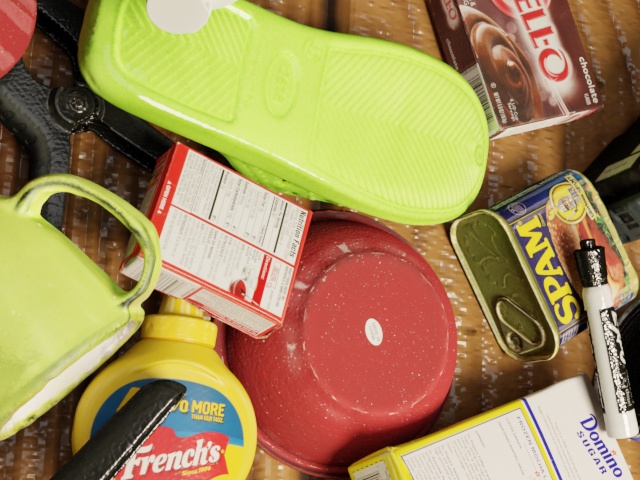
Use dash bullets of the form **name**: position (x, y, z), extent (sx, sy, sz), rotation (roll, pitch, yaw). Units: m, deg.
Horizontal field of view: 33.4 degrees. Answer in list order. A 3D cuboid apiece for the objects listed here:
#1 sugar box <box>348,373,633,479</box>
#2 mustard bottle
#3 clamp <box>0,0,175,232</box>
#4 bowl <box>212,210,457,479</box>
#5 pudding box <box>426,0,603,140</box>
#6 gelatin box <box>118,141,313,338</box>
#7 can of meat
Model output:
- **sugar box**: position (0.106, 0.144, 0.618), extent (0.175, 0.048, 0.093), rotation (-10, 74, -41)
- **mustard bottle**: position (-0.083, 0.116, 0.558), extent (0.096, 0.058, 0.191), rotation (9, 76, -14)
- **clamp**: position (-0.140, -0.060, 0.578), extent (0.120, 0.039, 0.171), rotation (-37, 93, -31)
- **bowl**: position (0.022, 0.056, 0.618), extent (0.161, 0.055, 0.162), rotation (5, 78, -23)
- **pudding box**: position (0.128, -0.128, 0.710), extent (0.089, 0.039, 0.113), rotation (-15, 86, -26)
- **gelatin box**: position (-0.054, 0.001, 0.566), extent (0.089, 0.030, 0.073), rotation (28, 56, -22)
- **can of meat**: position (0.144, 0.014, 0.681), extent (0.083, 0.058, 0.102), rotation (-26, 92, -29)
